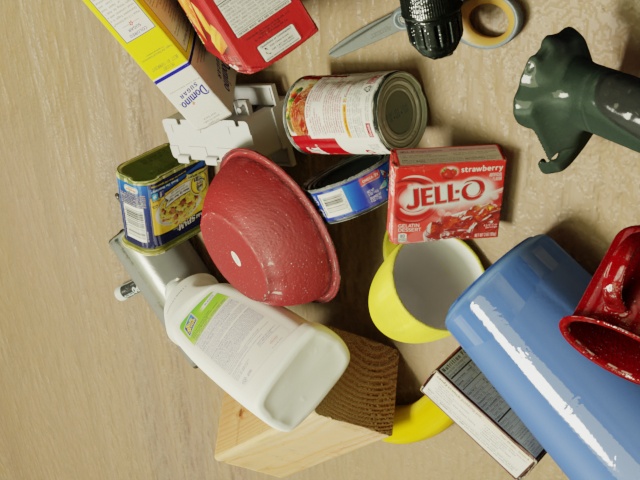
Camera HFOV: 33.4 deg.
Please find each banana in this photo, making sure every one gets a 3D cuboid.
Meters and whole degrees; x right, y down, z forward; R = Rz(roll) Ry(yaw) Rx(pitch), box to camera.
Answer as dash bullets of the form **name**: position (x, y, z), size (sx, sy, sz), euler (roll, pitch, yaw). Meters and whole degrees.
- **banana**: position (0.093, 0.157, 1.021), size (0.069, 0.037, 0.198), euler (57, 141, -2)

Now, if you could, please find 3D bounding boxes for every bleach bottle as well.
- **bleach bottle**: position (-0.080, 0.084, 1.023), size (0.068, 0.102, 0.251), euler (44, 172, -37)

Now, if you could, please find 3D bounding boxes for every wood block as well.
- **wood block**: position (-0.018, 0.167, 1.074), size (0.090, 0.091, 0.206), euler (21, 149, -25)

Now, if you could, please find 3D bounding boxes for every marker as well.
- **marker**: position (-0.211, 0.050, 1.271), size (0.121, 0.020, 0.020), euler (-23, 99, 51)

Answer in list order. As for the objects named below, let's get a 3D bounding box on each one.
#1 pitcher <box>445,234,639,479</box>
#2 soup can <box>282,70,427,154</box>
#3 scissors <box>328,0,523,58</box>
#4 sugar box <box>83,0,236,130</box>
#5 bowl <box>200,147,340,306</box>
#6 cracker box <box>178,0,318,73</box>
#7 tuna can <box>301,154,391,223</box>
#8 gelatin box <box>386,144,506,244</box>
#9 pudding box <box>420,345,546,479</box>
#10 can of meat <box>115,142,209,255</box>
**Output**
- **pitcher**: position (0.217, 0.107, 0.800), size (0.243, 0.149, 0.145), euler (48, 162, 13)
- **soup can**: position (0.028, -0.104, 0.877), size (0.102, 0.068, 0.068), euler (4, 120, 43)
- **scissors**: position (0.082, -0.161, 0.823), size (0.096, 0.016, 0.202), euler (52, 143, 1)
- **sugar box**: position (-0.140, -0.186, 0.920), size (0.048, 0.093, 0.176), euler (-24, 127, 19)
- **bowl**: position (-0.056, 0.001, 0.940), size (0.162, 0.055, 0.162), euler (39, 150, 28)
- **cracker box**: position (-0.103, -0.239, 0.825), size (0.213, 0.072, 0.164), euler (56, 176, -23)
- **tuna can**: position (0.030, -0.047, 0.902), size (0.086, 0.086, 0.034), euler (-9, 111, 48)
- **gelatin box**: position (0.098, -0.036, 0.844), size (0.030, 0.089, 0.073), euler (-100, 8, -55)
- **pudding box**: position (0.154, 0.132, 0.899), size (0.113, 0.089, 0.039), euler (42, 139, 16)
- **can of meat**: position (-0.157, -0.046, 1.083), size (0.058, 0.101, 0.084), euler (23, 129, 34)
